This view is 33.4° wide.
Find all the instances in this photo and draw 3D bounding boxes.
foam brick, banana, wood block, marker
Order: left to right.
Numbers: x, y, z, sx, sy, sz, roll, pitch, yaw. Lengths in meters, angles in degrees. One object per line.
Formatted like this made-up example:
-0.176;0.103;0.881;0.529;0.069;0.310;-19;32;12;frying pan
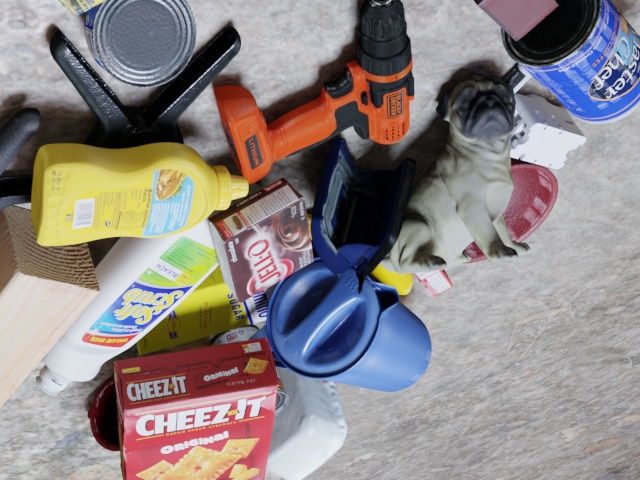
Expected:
-0.315;0.072;1.041;0.090;0.091;0.206;17;127;-43;wood block
0.051;0.021;1.209;0.070;0.037;0.197;-10;147;35;banana
0.184;-0.146;1.128;0.020;0.020;0.121;15;128;-43;marker
0.171;-0.232;0.983;0.051;0.053;0.078;-41;143;20;foam brick

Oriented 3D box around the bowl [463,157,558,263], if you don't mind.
0.189;-0.046;1.227;0.162;0.055;0.162;-16;144;-13;bowl

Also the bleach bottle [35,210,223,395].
-0.193;0.060;1.078;0.251;0.068;0.102;-48;140;10;bleach bottle

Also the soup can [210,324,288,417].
-0.087;0.160;1.282;0.068;0.102;0.068;-17;144;-13;soup can

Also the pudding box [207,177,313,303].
-0.057;0.001;1.044;0.090;0.039;0.113;-31;146;-15;pudding box

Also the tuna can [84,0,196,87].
-0.145;-0.168;0.858;0.086;0.034;0.086;-10;114;-23;tuna can

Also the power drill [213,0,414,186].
-0.001;-0.136;0.995;0.187;0.057;0.184;-20;144;-8;power drill

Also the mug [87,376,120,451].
-0.226;0.214;1.289;0.117;0.093;0.081;-6;159;27;mug

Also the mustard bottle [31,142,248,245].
-0.156;-0.044;0.950;0.191;0.058;0.096;-4;134;-24;mustard bottle

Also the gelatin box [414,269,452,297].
0.116;0.017;1.248;0.030;0.073;0.089;-31;145;9;gelatin box

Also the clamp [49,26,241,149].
-0.154;-0.107;0.957;0.164;0.036;0.210;-11;138;-19;clamp

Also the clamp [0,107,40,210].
-0.297;-0.055;0.935;0.171;0.039;0.120;-21;141;-8;clamp

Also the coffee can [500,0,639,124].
0.255;-0.188;1.047;0.103;0.103;0.140;-40;142;19;coffee can

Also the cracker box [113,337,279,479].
-0.137;0.205;1.164;0.164;0.072;0.214;-8;142;-15;cracker box

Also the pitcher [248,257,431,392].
0.035;0.113;1.243;0.145;0.149;0.242;-64;153;-3;pitcher

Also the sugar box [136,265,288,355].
-0.124;0.065;1.187;0.176;0.048;0.093;-13;142;-15;sugar box
